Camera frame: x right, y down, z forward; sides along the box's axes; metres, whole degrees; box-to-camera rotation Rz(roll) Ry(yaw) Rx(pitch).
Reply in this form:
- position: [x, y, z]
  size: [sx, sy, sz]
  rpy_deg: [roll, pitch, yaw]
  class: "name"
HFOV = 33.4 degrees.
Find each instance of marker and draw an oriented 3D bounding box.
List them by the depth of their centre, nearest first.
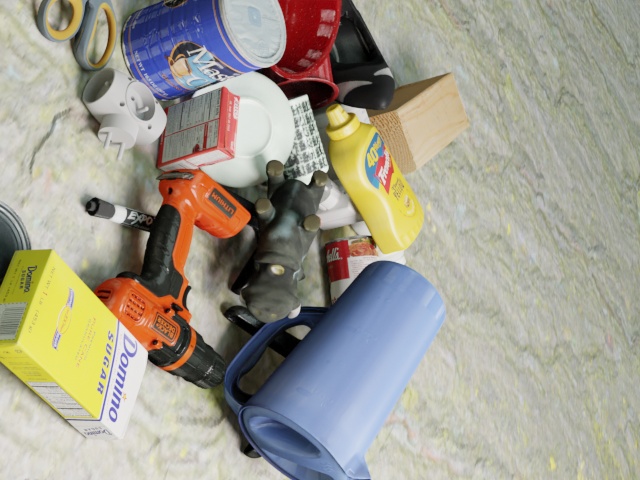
- position: [-0.186, -0.022, 1.063]
  size: [0.120, 0.020, 0.020]
  rpy_deg: [19, 63, -52]
  class: "marker"

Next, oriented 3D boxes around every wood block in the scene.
- position: [0.124, -0.161, 1.511]
  size: [0.205, 0.091, 0.090]
  rpy_deg: [-39, 112, -54]
  class: "wood block"

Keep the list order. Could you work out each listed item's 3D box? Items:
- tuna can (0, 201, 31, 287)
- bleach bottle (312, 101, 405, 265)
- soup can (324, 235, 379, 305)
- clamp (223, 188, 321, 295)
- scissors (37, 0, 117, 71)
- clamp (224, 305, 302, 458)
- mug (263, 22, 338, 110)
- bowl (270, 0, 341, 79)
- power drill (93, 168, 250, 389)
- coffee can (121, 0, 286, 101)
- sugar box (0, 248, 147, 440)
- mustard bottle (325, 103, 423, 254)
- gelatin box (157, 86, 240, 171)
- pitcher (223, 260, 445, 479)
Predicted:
- position: [-0.285, 0.008, 0.890]
  size: [0.086, 0.034, 0.086]
  rpy_deg: [25, 58, -50]
  class: "tuna can"
- position: [0.055, -0.065, 1.401]
  size: [0.102, 0.068, 0.251]
  rpy_deg: [-47, 120, -52]
  class: "bleach bottle"
- position: [0.045, 0.050, 1.338]
  size: [0.068, 0.069, 0.102]
  rpy_deg: [8, 73, -55]
  class: "soup can"
- position: [-0.058, 0.002, 1.230]
  size: [0.171, 0.039, 0.120]
  rpy_deg: [-1, 86, -49]
  class: "clamp"
- position: [-0.229, -0.269, 1.048]
  size: [0.096, 0.016, 0.202]
  rpy_deg: [6, 88, -47]
  class: "scissors"
- position: [-0.011, 0.157, 1.197]
  size: [0.209, 0.036, 0.164]
  rpy_deg: [4, 78, -33]
  class: "clamp"
- position: [-0.025, -0.209, 1.314]
  size: [0.117, 0.093, 0.081]
  rpy_deg: [38, 42, -66]
  class: "mug"
- position: [-0.043, -0.266, 1.213]
  size: [0.161, 0.055, 0.162]
  rpy_deg: [-24, 120, -50]
  class: "bowl"
- position: [-0.132, 0.037, 1.066]
  size: [0.184, 0.057, 0.187]
  rpy_deg: [45, 53, -45]
  class: "power drill"
- position: [-0.122, -0.213, 1.115]
  size: [0.102, 0.141, 0.103]
  rpy_deg: [25, 59, -50]
  class: "coffee can"
- position: [-0.214, 0.094, 0.921]
  size: [0.176, 0.048, 0.093]
  rpy_deg: [56, 38, -48]
  class: "sugar box"
- position: [0.059, -0.083, 1.291]
  size: [0.191, 0.058, 0.096]
  rpy_deg: [58, 36, -26]
  class: "mustard bottle"
- position: [-0.127, -0.113, 1.119]
  size: [0.030, 0.089, 0.073]
  rpy_deg: [31, 54, -48]
  class: "gelatin box"
- position: [0.023, 0.131, 1.134]
  size: [0.149, 0.145, 0.242]
  rpy_deg: [54, 55, -23]
  class: "pitcher"
